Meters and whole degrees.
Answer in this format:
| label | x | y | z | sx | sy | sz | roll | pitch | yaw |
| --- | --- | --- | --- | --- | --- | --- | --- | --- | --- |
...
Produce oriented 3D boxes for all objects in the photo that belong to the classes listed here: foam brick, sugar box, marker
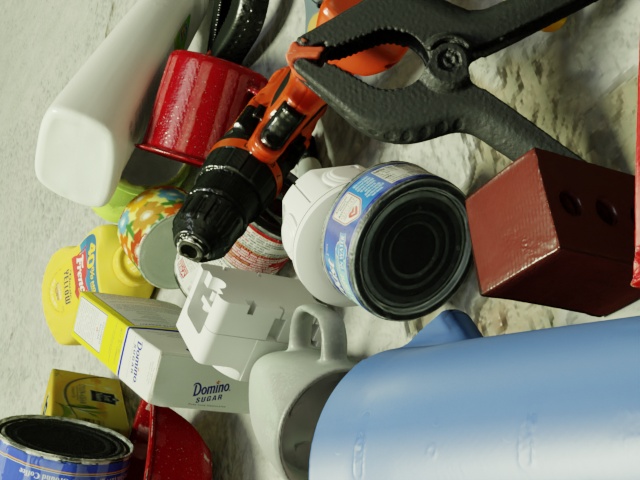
| label | x | y | z | sx | sy | sz | roll | pitch | yaw |
| --- | --- | --- | --- | --- | --- | --- | --- | --- | --- |
| foam brick | 0.114 | -0.002 | 0.490 | 0.051 | 0.078 | 0.053 | -40 | 48 | 47 |
| sugar box | -0.119 | 0.084 | 0.818 | 0.176 | 0.093 | 0.048 | 26 | 103 | 58 |
| marker | -0.002 | -0.029 | 0.737 | 0.020 | 0.020 | 0.121 | -49 | 43 | 39 |

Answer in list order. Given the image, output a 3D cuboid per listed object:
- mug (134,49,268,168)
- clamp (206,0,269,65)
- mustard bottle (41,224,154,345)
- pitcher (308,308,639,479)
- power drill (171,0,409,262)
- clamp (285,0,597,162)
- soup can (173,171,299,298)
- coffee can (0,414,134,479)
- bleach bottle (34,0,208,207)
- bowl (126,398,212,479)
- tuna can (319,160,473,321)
| label | x | y | z | sx | sy | sz | roll | pitch | yaw |
| --- | --- | --- | --- | --- | --- | --- | --- | --- | --- |
| mug | -0.080 | -0.096 | 0.826 | 0.117 | 0.093 | 0.081 | 17 | 90 | 40 |
| clamp | -0.050 | -0.221 | 0.835 | 0.165 | 0.036 | 0.210 | -118 | 42 | -57 |
| mustard bottle | -0.200 | 0.037 | 0.994 | 0.192 | 0.058 | 0.096 | -23 | 68 | 53 |
| pitcher | 0.115 | 0.101 | 0.415 | 0.243 | 0.144 | 0.149 | -20 | 100 | 51 |
| power drill | -0.013 | -0.085 | 0.650 | 0.188 | 0.057 | 0.184 | -43 | 15 | 46 |
| clamp | 0.072 | -0.094 | 0.538 | 0.039 | 0.171 | 0.120 | 86 | -161 | -76 |
| soup can | -0.055 | 0.001 | 0.767 | 0.102 | 0.068 | 0.068 | -48 | 43 | 40 |
| coffee can | -0.201 | 0.210 | 0.781 | 0.103 | 0.102 | 0.140 | 18 | 96 | 58 |
| bleach bottle | -0.152 | -0.148 | 0.900 | 0.103 | 0.068 | 0.250 | 116 | 177 | -48 |
| bowl | -0.117 | 0.196 | 0.794 | 0.162 | 0.055 | 0.162 | -169 | 90 | -77 |
| tuna can | 0.045 | 0.001 | 0.592 | 0.034 | 0.086 | 0.086 | 33 | 109 | 55 |
